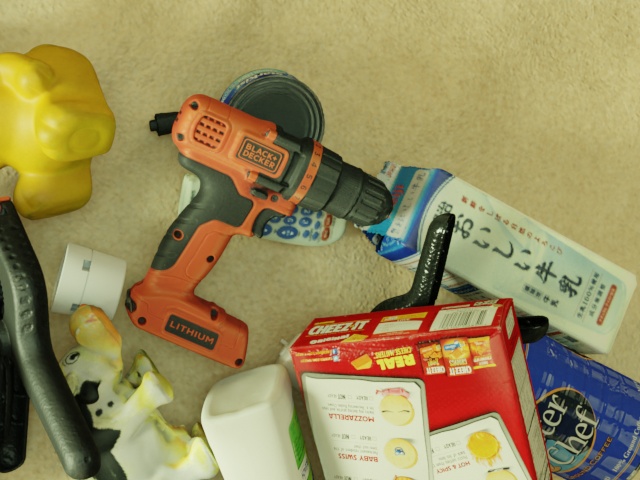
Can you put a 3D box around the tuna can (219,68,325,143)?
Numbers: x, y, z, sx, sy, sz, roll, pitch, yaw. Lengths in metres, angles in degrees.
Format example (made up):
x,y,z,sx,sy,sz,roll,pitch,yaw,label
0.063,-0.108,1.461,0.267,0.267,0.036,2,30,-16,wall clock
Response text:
x,y,z,sx,sy,sz,roll,pitch,yaw,label
-0.042,-0.096,0.868,0.086,0.034,0.086,-6,113,-16,tuna can

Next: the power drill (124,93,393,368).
x,y,z,sx,sy,sz,roll,pitch,yaw,label
-0.055,0.001,0.834,0.184,0.057,0.188,24,96,-14,power drill

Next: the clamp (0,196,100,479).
x,y,z,sx,sy,sz,roll,pitch,yaw,label
-0.210,0.073,0.756,0.036,0.165,0.210,-11,95,-37,clamp

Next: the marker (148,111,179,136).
x,y,z,sx,sy,sz,roll,pitch,yaw,label
-0.082,-0.104,0.883,0.121,0.020,0.020,-11,88,-14,marker

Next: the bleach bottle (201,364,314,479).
x,y,z,sx,sy,sz,roll,pitch,yaw,label
-0.022,0.230,0.832,0.068,0.102,0.251,-17,102,6,bleach bottle

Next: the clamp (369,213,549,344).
x,y,z,sx,sy,sz,roll,pitch,yaw,label
0.082,0.059,0.846,0.172,0.039,0.120,-34,85,30,clamp

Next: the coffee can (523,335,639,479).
x,y,z,sx,sy,sz,roll,pitch,yaw,label
0.190,0.136,0.883,0.140,0.103,0.103,27,79,-10,coffee can

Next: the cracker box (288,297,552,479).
x,y,z,sx,sy,sz,roll,pitch,yaw,label
0.085,0.157,0.811,0.164,0.072,0.214,-9,106,22,cracker box
